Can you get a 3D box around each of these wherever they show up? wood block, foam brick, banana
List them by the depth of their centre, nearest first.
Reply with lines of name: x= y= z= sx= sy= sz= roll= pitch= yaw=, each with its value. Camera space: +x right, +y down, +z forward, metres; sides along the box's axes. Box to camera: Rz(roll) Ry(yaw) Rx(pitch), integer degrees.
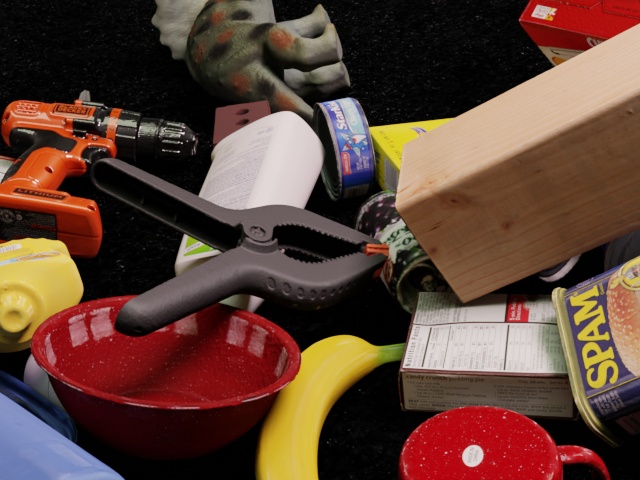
banana: x=-0.003 y=0.113 z=0.655 sx=0.070 sy=0.037 sz=0.197 roll=4 pitch=33 yaw=20
wood block: x=0.161 y=-0.053 z=0.683 sx=0.206 sy=0.090 sz=0.090 roll=-26 pitch=26 yaw=24
foam brick: x=-0.069 y=-0.087 z=0.982 sx=0.053 sy=0.051 sz=0.078 roll=-8 pitch=31 yaw=1

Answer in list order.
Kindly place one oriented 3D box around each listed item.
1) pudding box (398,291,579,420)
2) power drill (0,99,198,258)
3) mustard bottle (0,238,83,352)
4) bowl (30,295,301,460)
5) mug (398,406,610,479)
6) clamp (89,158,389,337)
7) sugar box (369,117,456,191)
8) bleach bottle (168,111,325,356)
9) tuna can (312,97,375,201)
pudding box: x=0.112 y=0.073 z=0.694 sx=0.114 sy=0.039 sz=0.090 roll=-1 pitch=32 yaw=15
power drill: x=-0.211 y=-0.060 z=0.952 sx=0.184 sy=0.057 sz=0.187 roll=6 pitch=34 yaw=1
mustard bottle: x=-0.215 y=0.039 z=0.742 sx=0.096 sy=0.058 sz=0.192 roll=-19 pitch=10 yaw=-14
bowl: x=-0.094 y=0.087 z=0.647 sx=0.162 sy=0.055 sz=0.162 roll=7 pitch=18 yaw=-2
mug: x=0.094 y=0.138 z=0.549 sx=0.117 sy=0.081 sz=0.093 roll=-12 pitch=32 yaw=-6
clamp: x=-0.055 y=0.001 z=0.726 sx=0.209 sy=0.036 sz=0.165 roll=0 pitch=40 yaw=-28
sugar box: x=0.135 y=-0.071 z=0.900 sx=0.176 sy=0.048 sz=0.093 roll=-10 pitch=31 yaw=-12
bleach bottle: x=-0.069 y=0.001 z=0.821 sx=0.103 sy=0.068 sz=0.250 roll=-25 pitch=28 yaw=32
tuna can: x=0.020 y=-0.078 z=0.915 sx=0.033 sy=0.086 sz=0.086 roll=-12 pitch=31 yaw=-10
